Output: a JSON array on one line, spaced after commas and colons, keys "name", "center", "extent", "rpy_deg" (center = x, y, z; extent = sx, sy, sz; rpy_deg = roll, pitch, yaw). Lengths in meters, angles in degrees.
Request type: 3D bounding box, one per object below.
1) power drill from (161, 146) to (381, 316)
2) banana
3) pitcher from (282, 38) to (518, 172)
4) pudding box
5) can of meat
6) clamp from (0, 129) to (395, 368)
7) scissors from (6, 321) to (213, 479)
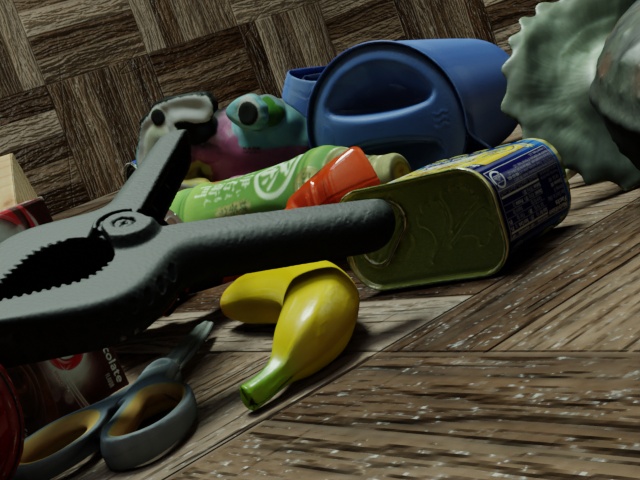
[{"name": "power drill", "center": [-0.054, 0.001, 0.662], "extent": [0.187, 0.057, 0.185], "rpy_deg": [-20, -5, -22]}, {"name": "banana", "center": [-0.017, 0.033, 0.540], "extent": [0.069, 0.037, 0.198], "rpy_deg": [-21, 8, -4]}, {"name": "pitcher", "center": [0.086, -0.116, 0.919], "extent": [0.145, 0.149, 0.242], "rpy_deg": [-28, 0, 28]}, {"name": "pudding box", "center": [-0.157, 0.044, 0.535], "extent": [0.039, 0.113, 0.089], "rpy_deg": [-18, 8, 36]}, {"name": "can of meat", "center": [0.075, -0.016, 0.582], "extent": [0.102, 0.057, 0.083], "rpy_deg": [-11, 10, 42]}, {"name": "clamp", "center": [-0.078, 0.007, 0.494], "extent": [0.165, 0.036, 0.209], "rpy_deg": [16, 35, 34]}, {"name": "scissors", "center": [-0.097, 0.076, 0.525], "extent": [0.096, 0.016, 0.202], "rpy_deg": [-20, 8, -3]}]
